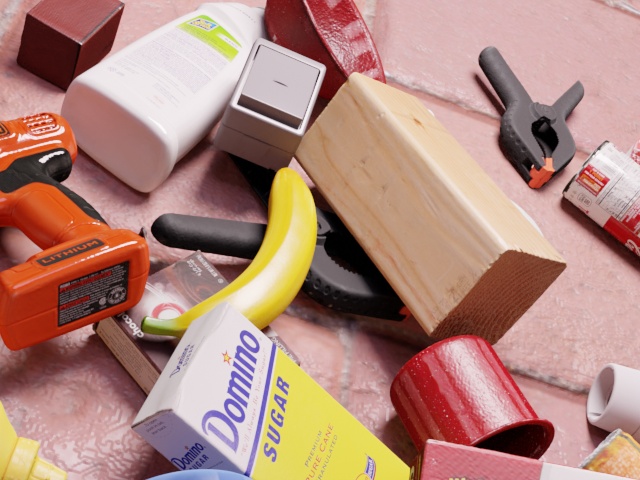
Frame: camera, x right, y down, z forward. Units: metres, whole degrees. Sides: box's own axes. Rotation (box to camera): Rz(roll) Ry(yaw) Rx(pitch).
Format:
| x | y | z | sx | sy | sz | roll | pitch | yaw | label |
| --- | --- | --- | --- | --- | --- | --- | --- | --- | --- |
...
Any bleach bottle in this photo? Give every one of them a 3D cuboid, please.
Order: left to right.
| x | y | z | sx | sy | sz | roll | pitch | yaw | label |
| --- | --- | --- | --- | --- | --- | --- | --- | --- | --- |
| -0.103 | -0.138 | 0.893 | 0.102 | 0.068 | 0.250 | 37 | 40 | 5 | bleach bottle |

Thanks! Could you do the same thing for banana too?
| x | y | z | sx | sy | sz | roll | pitch | yaw | label |
| --- | --- | --- | --- | --- | --- | --- | --- | --- | --- |
| -0.042 | 0.014 | 0.735 | 0.069 | 0.037 | 0.197 | 36 | 43 | 3 | banana |

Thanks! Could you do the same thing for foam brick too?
| x | y | z | sx | sy | sz | roll | pitch | yaw | label |
| --- | --- | --- | --- | --- | --- | --- | --- | --- | --- |
| -0.205 | -0.170 | 0.875 | 0.051 | 0.053 | 0.078 | 29 | 41 | 0 | foam brick |

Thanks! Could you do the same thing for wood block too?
| x | y | z | sx | sy | sz | roll | pitch | yaw | label |
| --- | --- | --- | --- | --- | --- | --- | --- | --- | --- |
| 0.079 | -0.026 | 0.823 | 0.090 | 0.090 | 0.206 | 13 | 33 | -48 | wood block |

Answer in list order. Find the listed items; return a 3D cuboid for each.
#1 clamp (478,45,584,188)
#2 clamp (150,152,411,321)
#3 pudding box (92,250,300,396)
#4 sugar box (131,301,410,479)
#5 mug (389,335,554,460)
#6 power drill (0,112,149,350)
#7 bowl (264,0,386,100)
| x | y | z | sx | sy | sz | roll | pitch | yaw | label |
| --- | --- | --- | --- | --- | --- | --- | --- | --- | --- |
| 0.222 | -0.119 | 1.061 | 0.120 | 0.039 | 0.171 | 7 | 53 | -15 | clamp |
| -0.014 | -0.008 | 0.830 | 0.210 | 0.036 | 0.164 | 27 | 37 | -7 | clamp |
| -0.083 | 0.071 | 0.717 | 0.113 | 0.039 | 0.089 | 44 | 46 | 17 | pudding box |
| -0.022 | 0.129 | 0.646 | 0.176 | 0.048 | 0.093 | 46 | 40 | -18 | sugar box |
| 0.106 | 0.123 | 0.741 | 0.117 | 0.093 | 0.081 | 29 | 25 | -50 | mug |
| -0.213 | -0.012 | 0.691 | 0.184 | 0.057 | 0.188 | -22 | 49 | -33 | power drill |
| -0.003 | -0.184 | 0.961 | 0.162 | 0.055 | 0.162 | 50 | 24 | -34 | bowl |
